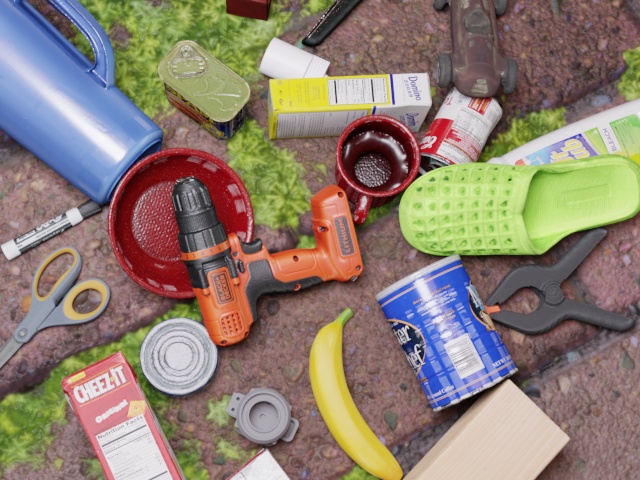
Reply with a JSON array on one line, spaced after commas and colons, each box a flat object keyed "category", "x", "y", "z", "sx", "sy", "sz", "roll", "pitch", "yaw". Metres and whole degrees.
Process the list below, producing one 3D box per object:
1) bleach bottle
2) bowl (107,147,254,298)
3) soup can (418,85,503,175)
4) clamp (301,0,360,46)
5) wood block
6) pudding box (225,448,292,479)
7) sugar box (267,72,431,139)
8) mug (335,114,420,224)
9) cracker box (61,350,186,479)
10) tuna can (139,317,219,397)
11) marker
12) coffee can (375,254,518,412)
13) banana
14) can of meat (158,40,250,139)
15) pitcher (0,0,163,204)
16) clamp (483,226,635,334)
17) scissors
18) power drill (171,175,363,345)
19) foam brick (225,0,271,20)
[{"category": "bleach bottle", "x": 0.275, "y": -0.073, "z": 1.218, "sx": 0.250, "sy": 0.068, "sz": 0.102, "roll": -23, "pitch": 87, "yaw": -5}, {"category": "bowl", "x": -0.157, "y": -0.020, "z": 1.162, "sx": 0.161, "sy": 0.055, "sz": 0.162, "roll": -2, "pitch": 94, "yaw": -23}, {"category": "soup can", "x": 0.156, "y": -0.118, "z": 1.212, "sx": 0.068, "sy": 0.068, "sz": 0.102, "roll": 29, "pitch": 75, "yaw": 2}, {"category": "clamp", "x": 0.052, "y": -0.336, "z": 1.251, "sx": 0.209, "sy": 0.036, "sz": 0.164, "roll": -21, "pitch": 103, "yaw": -11}, {"category": "wood block", "x": 0.154, "y": 0.254, "z": 1.127, "sx": 0.091, "sy": 0.090, "sz": 0.206, "roll": 44, "pitch": 79, "yaw": 5}, {"category": "pudding box", "x": -0.058, "y": 0.291, "z": 1.131, "sx": 0.090, "sy": 0.039, "sz": 0.113, "roll": -37, "pitch": 82, "yaw": -10}, {"category": "sugar box", "x": 0.030, "y": -0.151, "z": 1.199, "sx": 0.176, "sy": 0.093, "sz": 0.048, "roll": -5, "pitch": 77, "yaw": -6}, {"category": "mug", "x": 0.057, "y": -0.073, "z": 1.191, "sx": 0.093, "sy": 0.081, "sz": 0.117, "roll": 13, "pitch": 78, "yaw": -2}, {"category": "cracker box", "x": -0.181, "y": 0.228, "z": 1.071, "sx": 0.072, "sy": 0.164, "sz": 0.214, "roll": -25, "pitch": 82, "yaw": -11}, {"category": "tuna can", "x": -0.153, "y": 0.127, "z": 1.159, "sx": 0.086, "sy": 0.034, "sz": 0.086, "roll": 1, "pitch": 78, "yaw": -4}, {"category": "marker", "x": -0.296, "y": -0.015, "z": 1.185, "sx": 0.121, "sy": 0.020, "sz": 0.020, "roll": -29, "pitch": 82, "yaw": -9}, {"category": "coffee can", "x": 0.135, "y": 0.100, "z": 1.151, "sx": 0.102, "sy": 0.103, "sz": 0.140, "roll": -26, "pitch": 82, "yaw": -9}, {"category": "banana", "x": 0.030, "y": 0.174, "z": 1.161, "sx": 0.069, "sy": 0.037, "sz": 0.198, "roll": -16, "pitch": 80, "yaw": -5}, {"category": "can of meat", "x": -0.129, "y": -0.165, "z": 1.195, "sx": 0.102, "sy": 0.084, "sz": 0.057, "roll": 37, "pitch": 78, "yaw": 4}, {"category": "pitcher", "x": -0.287, "y": -0.161, "z": 1.158, "sx": 0.243, "sy": 0.149, "sz": 0.145, "roll": 40, "pitch": 67, "yaw": 1}, {"category": "clamp", "x": 0.268, "y": 0.068, "z": 1.200, "sx": 0.171, "sy": 0.039, "sz": 0.120, "roll": -23, "pitch": 77, "yaw": -2}, {"category": "scissors", "x": -0.302, "y": 0.104, "z": 1.163, "sx": 0.096, "sy": 0.016, "sz": 0.201, "roll": 25, "pitch": 78, "yaw": 1}, {"category": "power drill", "x": -0.058, "y": 0.001, "z": 1.144, "sx": 0.187, "sy": 0.057, "sz": 0.184, "roll": -18, "pitch": 104, "yaw": -18}, {"category": "foam brick", "x": -0.079, "y": -0.304, "z": 1.243, "sx": 0.051, "sy": 0.053, "sz": 0.078, "roll": 10, "pitch": 77, "yaw": -2}]
